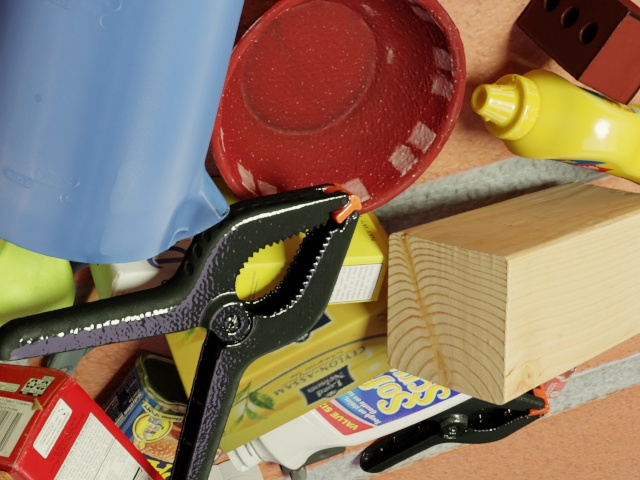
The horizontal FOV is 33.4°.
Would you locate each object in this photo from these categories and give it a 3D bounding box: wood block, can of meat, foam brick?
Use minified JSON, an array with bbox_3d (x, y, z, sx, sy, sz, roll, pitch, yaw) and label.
[{"bbox_3d":[0.143,0.026,0.700,0.205,0.090,0.091,-16,112,-44],"label":"wood block"},{"bbox_3d":[-0.113,0.136,0.783,0.101,0.057,0.084,23,114,-38],"label":"can of meat"},{"bbox_3d":[0.172,-0.132,0.671,0.051,0.078,0.053,16,118,-35],"label":"foam brick"}]

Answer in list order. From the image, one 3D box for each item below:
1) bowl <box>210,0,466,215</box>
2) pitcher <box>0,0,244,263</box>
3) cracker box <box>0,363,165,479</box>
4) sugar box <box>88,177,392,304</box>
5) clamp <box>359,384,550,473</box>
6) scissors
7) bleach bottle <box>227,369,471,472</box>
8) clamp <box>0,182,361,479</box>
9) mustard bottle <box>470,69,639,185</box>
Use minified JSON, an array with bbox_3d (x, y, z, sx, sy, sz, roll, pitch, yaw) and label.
[{"bbox_3d":[0.003,-0.090,0.634,0.162,0.055,0.162,-13,128,-18],"label":"bowl"},{"bbox_3d":[-0.108,-0.123,0.517,0.148,0.145,0.243,-7,129,-40],"label":"pitcher"},{"bbox_3d":[-0.179,0.162,0.692,0.164,0.072,0.213,2,140,32],"label":"cracker box"},{"bbox_3d":[-0.054,0.001,0.665,0.176,0.093,0.048,-2,129,-25],"label":"sugar box"},{"bbox_3d":[0.103,0.152,0.899,0.171,0.039,0.120,-2,140,-1],"label":"clamp"},{"bbox_3d":[-0.159,0.077,0.737,0.096,0.016,0.202,-7,139,-30],"label":"scissors"},{"bbox_3d":[0.044,0.109,0.818,0.251,0.068,0.102,-30,109,2],"label":"bleach bottle"},{"bbox_3d":[-0.065,0.038,0.595,0.210,0.036,0.164,-49,123,-2],"label":"clamp"},{"bbox_3d":[0.178,-0.074,0.711,0.191,0.096,0.058,10,103,-32],"label":"mustard bottle"}]
